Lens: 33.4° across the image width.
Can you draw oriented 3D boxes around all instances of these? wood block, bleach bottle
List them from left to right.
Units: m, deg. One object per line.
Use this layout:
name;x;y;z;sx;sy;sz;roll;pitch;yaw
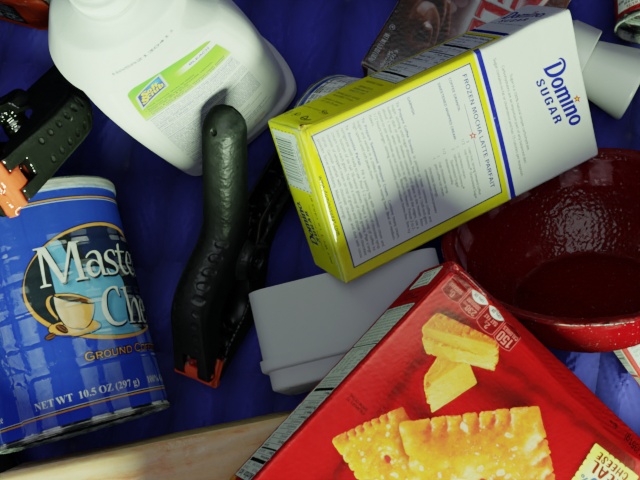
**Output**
bleach bottle;-0.077;-0.103;0.567;0.102;0.251;0.068;-43;81;-1
wood block;-0.062;0.150;0.592;0.206;0.091;0.090;-10;82;-9

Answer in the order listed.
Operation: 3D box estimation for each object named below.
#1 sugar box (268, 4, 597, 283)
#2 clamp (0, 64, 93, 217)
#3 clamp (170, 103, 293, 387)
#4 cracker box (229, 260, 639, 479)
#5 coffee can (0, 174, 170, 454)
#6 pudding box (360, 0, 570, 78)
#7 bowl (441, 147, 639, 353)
sugar box;0.067;-0.057;0.595;0.176;0.048;0.093;-26;115;-20
clamp;-0.184;-0.063;0.620;0.164;0.210;0.036;-26;117;8
clamp;-0.054;0.001;0.623;0.039;0.120;0.171;16;87;29
cracker box;0.048;0.141;0.523;0.164;0.072;0.213;45;76;-1
coffee can;-0.156;0.044;0.632;0.103;0.103;0.140;-17;81;3
pudding box;0.091;-0.129;0.660;0.090;0.039;0.113;31;87;8
bowl;0.152;0.013;0.603;0.162;0.162;0.055;-10;125;4
